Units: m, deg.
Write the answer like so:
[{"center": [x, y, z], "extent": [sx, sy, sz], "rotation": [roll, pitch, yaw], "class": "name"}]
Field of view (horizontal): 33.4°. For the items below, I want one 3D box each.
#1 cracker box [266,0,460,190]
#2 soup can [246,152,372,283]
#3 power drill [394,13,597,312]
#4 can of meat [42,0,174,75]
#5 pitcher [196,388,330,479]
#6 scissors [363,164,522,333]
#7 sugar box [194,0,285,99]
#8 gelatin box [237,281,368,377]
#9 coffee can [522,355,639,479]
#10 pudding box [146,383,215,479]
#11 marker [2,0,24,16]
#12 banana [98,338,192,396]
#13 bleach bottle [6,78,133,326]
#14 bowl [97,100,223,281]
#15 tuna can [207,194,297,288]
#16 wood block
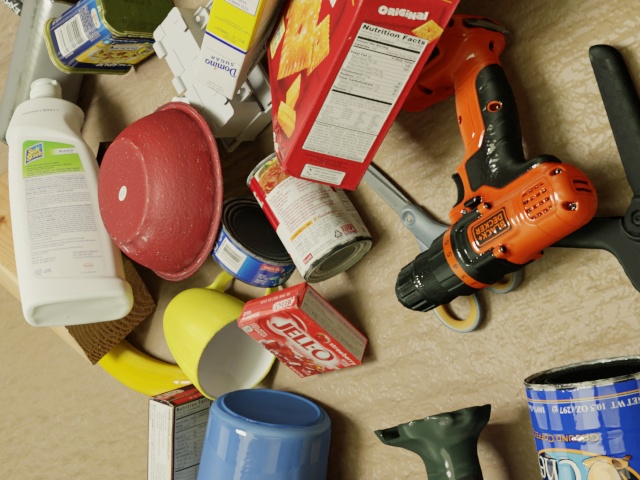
[{"center": [0.026, -0.170, 0.781], "extent": [0.214, 0.072, 0.164], "rotation": [118, 155, -43], "class": "cracker box"}, {"center": [-0.009, -0.023, 0.906], "extent": [0.069, 0.068, 0.102], "rotation": [-44, 69, 35], "class": "soup can"}, {"center": [0.103, -0.056, 0.793], "extent": [0.185, 0.057, 0.188], "rotation": [-35, 64, 41], "class": "power drill"}, {"center": [-0.197, -0.201, 1.019], "extent": [0.084, 0.101, 0.057], "rotation": [-22, 82, 38], "class": "can of meat"}, {"center": [-0.049, 0.264, 0.952], "extent": [0.145, 0.149, 0.243], "rotation": [27, 111, 58], "class": "pitcher"}, {"center": [0.076, 0.002, 0.872], "extent": [0.202, 0.016, 0.096], "rotation": [31, 117, 35], "class": "scissors"}, {"center": [-0.053, -0.203, 0.858], "extent": [0.048, 0.093, 0.176], "rotation": [30, 145, -1], "class": "sugar box"}, {"center": [-0.015, 0.079, 0.917], "extent": [0.073, 0.089, 0.030], "rotation": [-19, 39, 40], "class": "gelatin box"}, {"center": [0.202, 0.157, 0.730], "extent": [0.103, 0.102, 0.140], "rotation": [-12, 89, 41], "class": "coffee can"}, {"center": [-0.121, 0.194, 1.017], "extent": [0.039, 0.089, 0.113], "rotation": [10, 103, 38], "class": "pudding box"}, {"center": [-0.333, -0.260, 1.179], "extent": [0.121, 0.020, 0.020], "rotation": [41, 120, 29], "class": "marker"}, {"center": [-0.196, 0.116, 1.104], "extent": [0.198, 0.037, 0.070], "rotation": [36, 118, 31], "class": "banana"}, {"center": [-0.244, -0.046, 1.019], "extent": [0.068, 0.102, 0.251], "rotation": [111, 151, -60], "class": "bleach bottle"}, {"center": [-0.152, -0.044, 0.942], "extent": [0.162, 0.055, 0.162], "rotation": [2, 93, 51], "class": "bowl"}, {"center": [-0.056, 0.001, 0.938], "extent": [0.086, 0.085, 0.034], "rotation": [50, 126, 24], "class": "tuna can"}, {"center": [-0.279, 0.024, 1.105], "extent": [0.206, 0.090, 0.090], "rotation": [34, 158, 32], "class": "wood block"}]
